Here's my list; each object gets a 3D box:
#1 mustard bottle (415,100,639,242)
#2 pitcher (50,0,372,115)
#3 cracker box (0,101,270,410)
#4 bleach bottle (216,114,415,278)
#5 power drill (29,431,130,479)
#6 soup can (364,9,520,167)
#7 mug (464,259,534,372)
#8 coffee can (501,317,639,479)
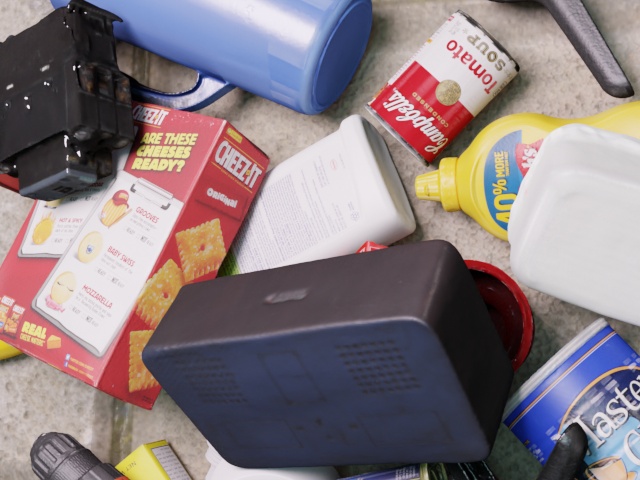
[{"bbox_3d":[0.164,-0.046,0.780,0.192,0.058,0.096,-4,105,18],"label":"mustard bottle"},{"bbox_3d":[-0.090,-0.184,0.849,0.243,0.149,0.144,27,51,16],"label":"pitcher"},{"bbox_3d":[-0.154,0.003,0.828,0.164,0.072,0.213,16,76,39],"label":"cracker box"},{"bbox_3d":[-0.056,0.001,0.848,0.251,0.068,0.102,-26,69,17],"label":"bleach bottle"},{"bbox_3d":[-0.187,0.264,0.819,0.184,0.057,0.188,38,105,20],"label":"power drill"},{"bbox_3d":[0.092,-0.115,0.809,0.102,0.068,0.068,-46,73,8],"label":"soup can"},{"bbox_3d":[0.101,0.067,0.778,0.117,0.081,0.093,-20,78,14],"label":"mug"},{"bbox_3d":[0.205,0.137,0.726,0.103,0.102,0.140,-45,73,8],"label":"coffee can"}]
